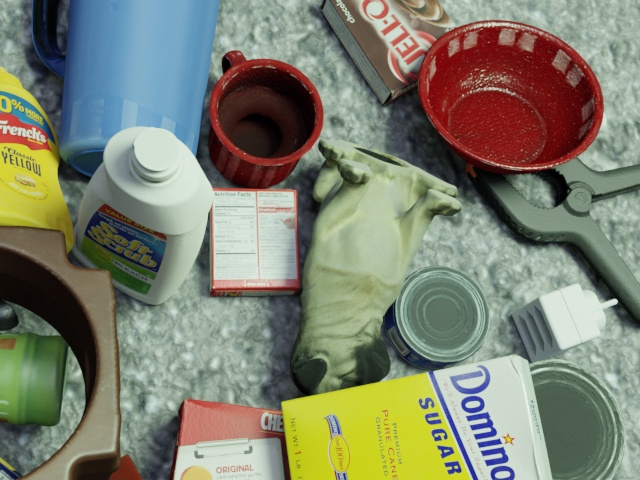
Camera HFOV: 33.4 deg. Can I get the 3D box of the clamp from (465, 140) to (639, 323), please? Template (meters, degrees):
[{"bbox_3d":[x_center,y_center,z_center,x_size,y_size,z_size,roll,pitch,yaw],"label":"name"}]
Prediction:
[{"bbox_3d":[0.234,-0.040,0.955,0.210,0.036,0.164,27,71,1],"label":"clamp"}]

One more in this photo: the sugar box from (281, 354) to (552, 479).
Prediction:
[{"bbox_3d":[0.065,0.142,0.746,0.176,0.048,0.093,-16,72,19],"label":"sugar box"}]

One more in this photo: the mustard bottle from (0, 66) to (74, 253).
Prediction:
[{"bbox_3d":[-0.249,-0.069,0.836,0.096,0.058,0.192,21,37,-38],"label":"mustard bottle"}]

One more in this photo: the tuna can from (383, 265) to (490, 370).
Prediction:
[{"bbox_3d":[0.099,0.065,0.899,0.086,0.034,0.086,3,73,-10],"label":"tuna can"}]

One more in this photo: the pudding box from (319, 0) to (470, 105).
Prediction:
[{"bbox_3d":[0.067,-0.191,0.966,0.090,0.039,0.113,-31,82,-18],"label":"pudding box"}]

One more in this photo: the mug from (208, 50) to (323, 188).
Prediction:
[{"bbox_3d":[-0.056,-0.103,0.893,0.093,0.082,0.117,-24,80,-17],"label":"mug"}]

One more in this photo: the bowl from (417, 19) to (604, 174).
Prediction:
[{"bbox_3d":[0.160,-0.113,0.927,0.162,0.055,0.162,3,59,-5],"label":"bowl"}]

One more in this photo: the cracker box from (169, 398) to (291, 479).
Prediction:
[{"bbox_3d":[-0.040,0.239,0.800,0.164,0.072,0.213,9,71,-10],"label":"cracker box"}]

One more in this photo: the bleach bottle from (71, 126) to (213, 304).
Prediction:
[{"bbox_3d":[-0.130,-0.025,0.765,0.102,0.251,0.068,34,70,0],"label":"bleach bottle"}]

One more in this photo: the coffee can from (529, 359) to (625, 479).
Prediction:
[{"bbox_3d":[0.157,0.155,0.827,0.102,0.140,0.103,3,73,-10],"label":"coffee can"}]

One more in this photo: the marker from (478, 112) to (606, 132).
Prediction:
[{"bbox_3d":[0.203,-0.108,0.979,0.121,0.020,0.020,-1,74,-12],"label":"marker"}]

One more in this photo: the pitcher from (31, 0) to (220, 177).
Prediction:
[{"bbox_3d":[-0.157,-0.173,0.879,0.144,0.149,0.243,12,74,-26],"label":"pitcher"}]

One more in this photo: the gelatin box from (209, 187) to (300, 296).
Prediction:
[{"bbox_3d":[-0.056,0.001,0.890,0.073,0.030,0.089,0,74,-10],"label":"gelatin box"}]
